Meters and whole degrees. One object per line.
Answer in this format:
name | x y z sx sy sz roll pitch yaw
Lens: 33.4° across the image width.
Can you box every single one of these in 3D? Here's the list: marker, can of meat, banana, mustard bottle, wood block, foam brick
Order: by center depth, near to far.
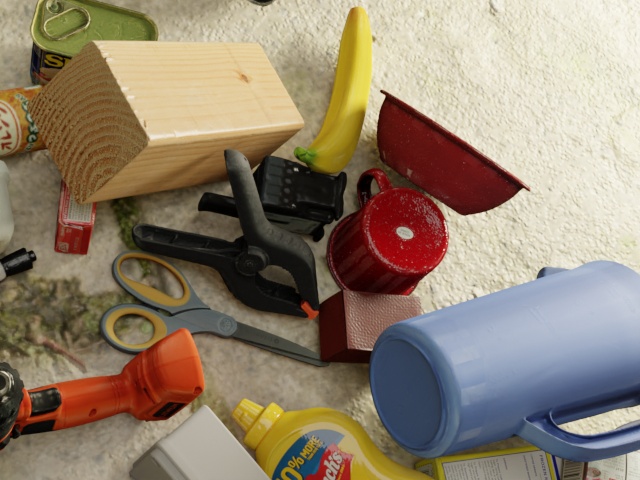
marker | -0.284 0.035 0.849 0.121 0.020 0.020 -25 81 -24
mustard bottle | 0.009 0.191 0.855 0.191 0.058 0.096 36 98 7
wood block | -0.116 -0.099 0.855 0.205 0.090 0.091 -15 73 -57
can of meat | -0.196 -0.158 0.908 0.102 0.084 0.057 13 68 -13
foam brick | 0.043 0.076 0.914 0.078 0.051 0.053 7 70 -26
banana | 0.021 -0.127 0.978 0.037 0.069 0.197 7 54 15

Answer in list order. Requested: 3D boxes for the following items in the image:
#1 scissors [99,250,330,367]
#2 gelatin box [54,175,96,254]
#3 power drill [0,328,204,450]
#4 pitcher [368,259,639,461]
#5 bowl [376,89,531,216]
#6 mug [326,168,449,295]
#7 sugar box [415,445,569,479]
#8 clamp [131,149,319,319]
scissors | -0.097 0.084 0.894 0.201 0.016 0.096 35 67 -4
gelatin box | -0.198 -0.041 0.873 0.030 0.073 0.089 8 70 -14
power drill | -0.184 0.111 0.775 0.187 0.185 0.057 -8 74 -30
pitcher | 0.169 0.106 0.875 0.242 0.149 0.145 -10 96 -33
bowl | 0.107 -0.069 0.956 0.162 0.162 0.055 34 97 -4
mug | 0.059 -0.008 0.938 0.093 0.082 0.117 -7 74 -20
sugar box | 0.175 0.224 0.916 0.176 0.048 0.093 -1 72 -22
clamp | -0.056 0.001 0.882 0.171 0.120 0.039 32 34 -25
